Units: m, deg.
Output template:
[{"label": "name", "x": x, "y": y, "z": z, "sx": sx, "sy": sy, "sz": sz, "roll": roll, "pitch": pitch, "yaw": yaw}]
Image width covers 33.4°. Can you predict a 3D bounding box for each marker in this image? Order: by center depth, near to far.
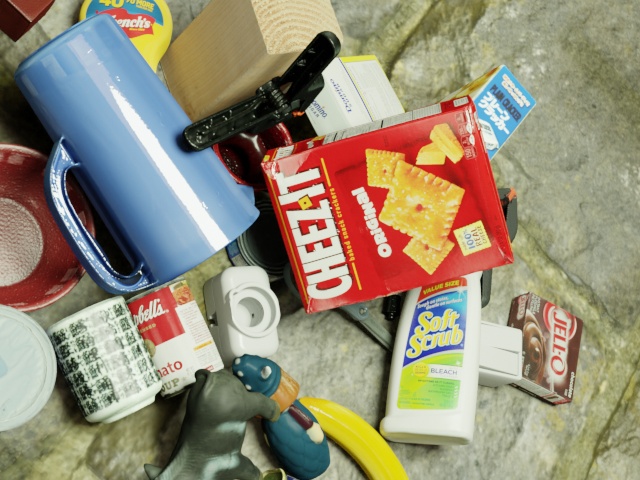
[{"label": "marker", "x": 0.089, "y": 0.034, "z": 1.225, "sx": 0.020, "sy": 0.020, "sz": 0.121, "roll": 20, "pitch": 65, "yaw": -24}]

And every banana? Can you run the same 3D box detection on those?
[{"label": "banana", "x": 0.049, "y": 0.238, "z": 1.126, "sx": 0.069, "sy": 0.037, "sz": 0.198, "roll": -31, "pitch": 91, "yaw": -34}]

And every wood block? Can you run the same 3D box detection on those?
[{"label": "wood block", "x": -0.076, "y": -0.194, "z": 1.090, "sx": 0.090, "sy": 0.206, "sz": 0.091, "roll": -16, "pitch": 83, "yaw": -33}]

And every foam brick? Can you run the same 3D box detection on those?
[{"label": "foam brick", "x": -0.310, "y": -0.249, "z": 1.065, "sx": 0.078, "sy": 0.051, "sz": 0.053, "roll": 43, "pitch": 57, "yaw": -12}]

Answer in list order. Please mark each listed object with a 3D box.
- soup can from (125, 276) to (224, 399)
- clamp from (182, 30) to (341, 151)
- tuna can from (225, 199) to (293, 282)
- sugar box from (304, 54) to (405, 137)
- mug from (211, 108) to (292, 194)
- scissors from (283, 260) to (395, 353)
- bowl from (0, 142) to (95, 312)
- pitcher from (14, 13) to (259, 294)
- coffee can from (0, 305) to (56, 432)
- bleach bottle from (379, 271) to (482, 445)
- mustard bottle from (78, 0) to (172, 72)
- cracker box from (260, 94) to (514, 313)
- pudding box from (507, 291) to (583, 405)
[{"label": "soup can", "x": -0.143, "y": 0.095, "z": 1.041, "sx": 0.068, "sy": 0.069, "sz": 0.102, "roll": -22, "pitch": 87, "yaw": -34}, {"label": "clamp", "x": -0.034, "y": -0.141, "z": 1.019, "sx": 0.036, "sy": 0.165, "sz": 0.209, "roll": 57, "pitch": 15, "yaw": 1}, {"label": "tuna can", "x": -0.057, "y": 0.001, "z": 1.142, "sx": 0.086, "sy": 0.034, "sz": 0.086, "roll": 9, "pitch": 70, "yaw": -28}, {"label": "sugar box", "x": 0.034, "y": -0.156, "z": 1.194, "sx": 0.093, "sy": 0.048, "sz": 0.176, "roll": 63, "pitch": 28, "yaw": 2}, {"label": "mug", "x": -0.077, "y": -0.081, "z": 1.128, "sx": 0.117, "sy": 0.082, "sz": 0.093, "roll": 25, "pitch": 63, "yaw": -21}, {"label": "scissors", "x": 0.042, "y": 0.057, "z": 1.170, "sx": 0.201, "sy": 0.016, "sz": 0.096, "roll": 30, "pitch": 67, "yaw": -33}, {"label": "bowl", "x": -0.295, "y": -0.006, "z": 0.993, "sx": 0.161, "sy": 0.055, "sz": 0.162, "roll": 10, "pitch": 70, "yaw": -28}, {"label": "pitcher", "x": -0.181, "y": -0.078, "z": 0.993, "sx": 0.243, "sy": 0.145, "sz": 0.149, "roll": 56, "pitch": 13, "yaw": -11}, {"label": "coffee can", "x": -0.293, "y": 0.119, "z": 0.903, "sx": 0.102, "sy": 0.141, "sz": 0.103, "roll": 10, "pitch": 70, "yaw": -28}, {"label": "bleach bottle", "x": 0.125, "y": 0.095, "z": 1.176, "sx": 0.103, "sy": 0.068, "sz": 0.251, "roll": 1, "pitch": 69, "yaw": 11}, {"label": "mustard bottle", "x": -0.205, "y": -0.211, "z": 1.108, "sx": 0.096, "sy": 0.058, "sz": 0.191, "roll": 11, "pitch": 67, "yaw": -6}, {"label": "cracker box", "x": 0.066, "y": -0.034, "z": 1.051, "sx": 0.214, "sy": 0.072, "sz": 0.164, "roll": -15, "pitch": 103, "yaw": 9}, {"label": "pudding box", "x": 0.267, "y": 0.130, "z": 1.287, "sx": 0.090, "sy": 0.039, "sz": 0.113, "roll": 27, "pitch": 63, "yaw": -21}]
